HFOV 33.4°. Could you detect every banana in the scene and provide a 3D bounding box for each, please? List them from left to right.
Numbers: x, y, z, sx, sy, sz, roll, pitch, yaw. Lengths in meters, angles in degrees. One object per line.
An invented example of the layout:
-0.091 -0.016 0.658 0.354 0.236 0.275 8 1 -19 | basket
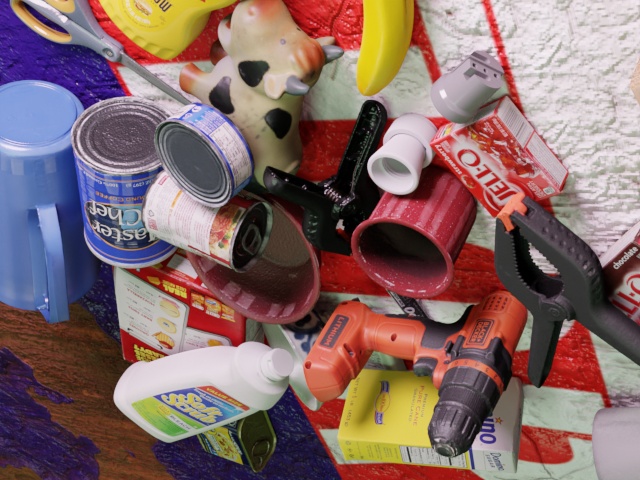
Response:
0.038 -0.188 0.792 0.070 0.037 0.198 18 142 37 | banana

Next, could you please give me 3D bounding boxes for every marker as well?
0.095 0.073 1.059 0.020 0.020 0.121 -12 125 43 | marker

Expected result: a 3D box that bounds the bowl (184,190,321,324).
-0.057 0.001 1.042 0.162 0.055 0.162 19 130 24 | bowl

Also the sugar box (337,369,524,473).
0.113 0.179 1.076 0.176 0.093 0.048 -1 135 18 | sugar box

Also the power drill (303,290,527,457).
0.082 0.117 0.974 0.188 0.184 0.057 1 128 31 | power drill

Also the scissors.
-0.195 -0.190 0.971 0.202 0.016 0.096 26 143 9 | scissors

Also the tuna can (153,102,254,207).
-0.097 -0.072 0.893 0.086 0.033 0.086 29 143 24 | tuna can

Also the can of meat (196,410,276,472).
-0.113 0.241 1.369 0.084 0.057 0.102 12 138 29 | can of meat

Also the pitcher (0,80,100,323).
-0.295 -0.038 1.117 0.149 0.144 0.243 25 140 10 | pitcher

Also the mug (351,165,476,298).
0.077 -0.008 0.927 0.117 0.081 0.093 -20 119 46 | mug

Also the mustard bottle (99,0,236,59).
-0.100 -0.221 0.833 0.096 0.058 0.192 48 141 -12 | mustard bottle

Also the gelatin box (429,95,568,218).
0.144 -0.065 0.857 0.089 0.030 0.073 47 141 -18 | gelatin box

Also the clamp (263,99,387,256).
0.006 -0.037 0.929 0.039 0.120 0.171 53 159 36 | clamp

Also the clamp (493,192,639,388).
0.211 0.051 0.876 0.165 0.036 0.210 1 130 45 | clamp

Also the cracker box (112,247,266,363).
-0.144 0.083 1.200 0.164 0.072 0.214 22 143 13 | cracker box

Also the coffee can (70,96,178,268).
-0.186 -0.055 1.046 0.103 0.102 0.140 23 142 13 | coffee can

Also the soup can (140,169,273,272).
-0.103 -0.020 0.972 0.102 0.068 0.068 22 142 23 | soup can

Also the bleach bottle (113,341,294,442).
-0.120 0.153 1.152 0.102 0.068 0.251 43 141 -18 | bleach bottle
